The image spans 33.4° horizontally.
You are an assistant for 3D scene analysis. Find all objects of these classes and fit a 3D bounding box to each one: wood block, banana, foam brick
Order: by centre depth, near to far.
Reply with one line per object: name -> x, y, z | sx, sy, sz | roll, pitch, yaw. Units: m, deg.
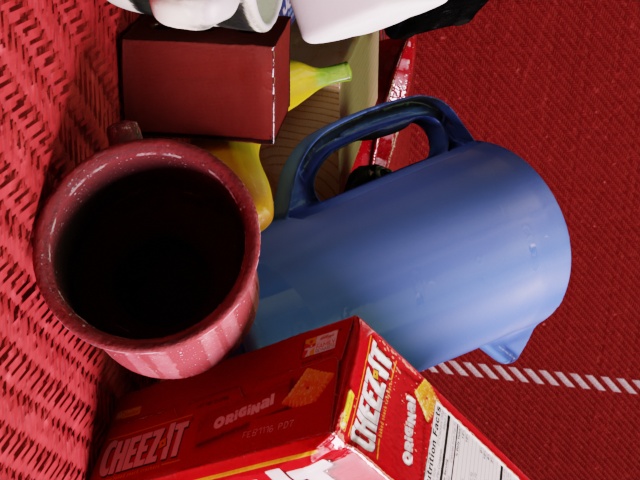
foam brick -> -0.056, -0.084, 0.537 | 0.053, 0.078, 0.051 | -75, 167, -60
banana -> -0.037, -0.061, 0.584 | 0.197, 0.070, 0.037 | -67, 144, -55
wood block -> -0.013, -0.112, 0.779 | 0.206, 0.090, 0.091 | -69, 162, -60

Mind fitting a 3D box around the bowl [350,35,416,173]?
bowl -> 0.041, -0.114, 0.959 | 0.162, 0.055, 0.162 | 15, 89, -82

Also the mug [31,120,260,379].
mug -> -0.074, 0.003, 0.472 | 0.081, 0.093, 0.117 | 86, -15, -70

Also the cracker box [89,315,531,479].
cracker box -> 0.014, 0.145, 0.549 | 0.213, 0.164, 0.072 | 44, 40, -30

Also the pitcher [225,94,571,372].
pitcher -> 0.024, 0.019, 0.652 | 0.242, 0.149, 0.145 | -20, 142, -35
